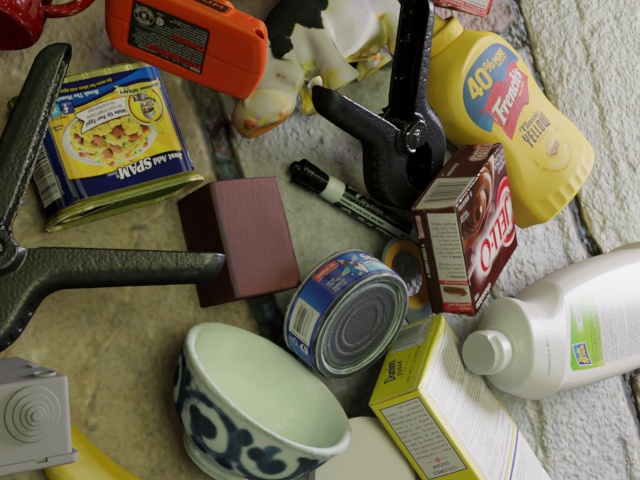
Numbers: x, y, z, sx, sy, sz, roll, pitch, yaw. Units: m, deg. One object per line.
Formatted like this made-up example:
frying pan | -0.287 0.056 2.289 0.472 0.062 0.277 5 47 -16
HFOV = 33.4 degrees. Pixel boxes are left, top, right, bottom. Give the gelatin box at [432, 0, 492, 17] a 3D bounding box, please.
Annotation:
gelatin box | 0.080 -0.201 0.828 0.089 0.073 0.030 11 102 -31

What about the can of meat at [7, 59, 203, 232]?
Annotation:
can of meat | -0.136 -0.060 0.670 0.101 0.058 0.084 -19 88 -34

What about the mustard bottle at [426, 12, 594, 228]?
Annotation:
mustard bottle | 0.136 -0.108 0.853 0.191 0.058 0.096 49 61 -14

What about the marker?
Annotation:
marker | 0.028 -0.026 0.789 0.121 0.020 0.020 29 65 -24

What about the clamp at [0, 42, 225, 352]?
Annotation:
clamp | -0.170 0.010 0.599 0.210 0.036 0.164 -43 87 -11

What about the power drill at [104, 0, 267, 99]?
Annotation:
power drill | -0.043 -0.174 0.699 0.184 0.057 0.187 20 46 3

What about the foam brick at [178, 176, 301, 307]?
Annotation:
foam brick | -0.055 0.001 0.710 0.051 0.053 0.078 -11 86 -34

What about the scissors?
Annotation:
scissors | 0.083 0.080 0.796 0.201 0.016 0.096 46 71 -16

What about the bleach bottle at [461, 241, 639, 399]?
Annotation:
bleach bottle | 0.193 0.060 0.816 0.250 0.068 0.102 -6 83 -45

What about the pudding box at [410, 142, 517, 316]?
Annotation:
pudding box | 0.110 -0.010 0.789 0.113 0.039 0.090 -46 129 -49

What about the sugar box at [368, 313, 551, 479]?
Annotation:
sugar box | 0.104 0.147 0.749 0.176 0.048 0.093 58 30 -18

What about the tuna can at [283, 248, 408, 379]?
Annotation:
tuna can | 0.018 0.050 0.718 0.086 0.034 0.086 -26 135 -30

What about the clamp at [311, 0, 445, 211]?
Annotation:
clamp | 0.059 -0.089 0.760 0.120 0.039 0.171 -49 143 -14
